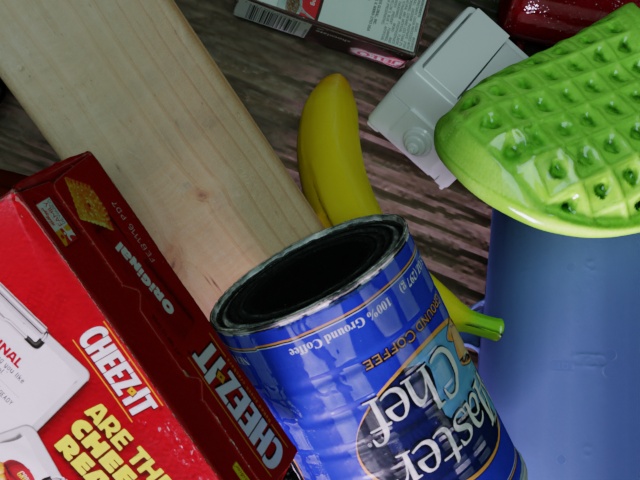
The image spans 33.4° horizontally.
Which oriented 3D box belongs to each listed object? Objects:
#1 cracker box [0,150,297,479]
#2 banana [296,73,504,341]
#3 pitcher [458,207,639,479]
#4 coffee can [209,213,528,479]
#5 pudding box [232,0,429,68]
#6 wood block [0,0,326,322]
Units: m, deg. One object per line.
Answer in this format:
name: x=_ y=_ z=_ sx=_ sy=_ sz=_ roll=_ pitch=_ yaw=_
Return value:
cracker box: x=-0.143 y=0.084 z=0.475 sx=0.214 sy=0.072 sz=0.164 roll=-30 pitch=100 yaw=25
banana: x=0.025 y=-0.017 z=0.594 sx=0.069 sy=0.037 sz=0.198 roll=-4 pitch=54 yaw=-40
pitcher: x=0.136 y=0.082 z=0.597 sx=0.149 sy=0.145 sz=0.243 roll=9 pitch=80 yaw=-31
coffee can: x=0.024 y=0.073 z=0.510 sx=0.102 sy=0.103 sz=0.140 roll=-29 pitch=106 yaw=-7
pudding box: x=0.013 y=-0.164 z=0.642 sx=0.113 sy=0.039 sz=0.090 roll=17 pitch=83 yaw=-11
wood block: x=-0.097 y=-0.066 z=0.554 sx=0.090 sy=0.091 sz=0.206 roll=-37 pitch=107 yaw=-9
